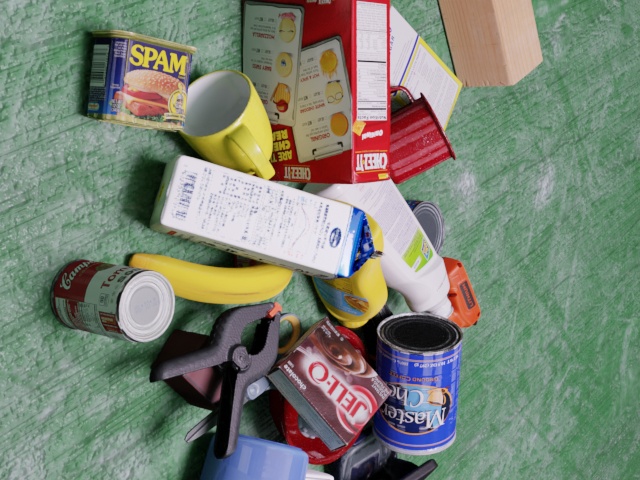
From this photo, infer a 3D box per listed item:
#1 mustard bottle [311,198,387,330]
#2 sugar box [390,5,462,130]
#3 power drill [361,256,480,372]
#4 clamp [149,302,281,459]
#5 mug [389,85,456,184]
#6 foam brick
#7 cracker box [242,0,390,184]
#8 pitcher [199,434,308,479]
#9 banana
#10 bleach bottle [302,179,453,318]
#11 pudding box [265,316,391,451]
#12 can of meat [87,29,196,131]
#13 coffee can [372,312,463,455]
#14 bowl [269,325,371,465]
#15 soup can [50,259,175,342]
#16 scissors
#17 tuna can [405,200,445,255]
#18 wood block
[{"bbox_3d":[0.032,0.041,1.239,0.058,0.096,0.191,-49,149,-30],"label":"mustard bottle"},{"bbox_3d":[0.106,-0.207,1.343,0.176,0.048,0.093,37,68,-41],"label":"sugar box"},{"bbox_3d":[0.128,0.105,1.398,0.187,0.057,0.184,-45,126,-34],"label":"power drill"},{"bbox_3d":[-0.098,0.118,1.070,0.120,0.039,0.171,50,48,-30],"label":"clamp"},{"bbox_3d":[0.102,-0.130,1.293,0.081,0.093,0.117,-27,107,5],"label":"mug"},{"bbox_3d":[-0.126,0.136,1.112,0.078,0.053,0.051,52,57,-40],"label":"foam brick"},{"bbox_3d":[-0.005,-0.170,1.130,0.071,0.164,0.214,-8,100,-46],"label":"cracker box"},{"bbox_3d":[-0.078,0.334,1.129,0.149,0.145,0.243,32,68,-56],"label":"pitcher"},{"bbox_3d":[-0.100,0.037,1.102,0.197,0.070,0.037,-4,131,-38],"label":"banana"},{"bbox_3d":[0.083,0.006,1.288,0.250,0.068,0.102,54,51,-24],"label":"bleach bottle"},{"bbox_3d":[0.009,0.153,1.137,0.113,0.039,0.089,48,50,-2],"label":"pudding box"},{"bbox_3d":[-0.173,-0.151,1.023,0.101,0.058,0.084,4,94,-48],"label":"can of meat"},{"bbox_3d":[0.116,0.171,1.284,0.102,0.103,0.140,-25,124,-45],"label":"coffee can"},{"bbox_3d":[-0.009,0.177,1.247,0.161,0.055,0.162,-7,100,-48],"label":"bowl"},{"bbox_3d":[-0.193,0.055,0.989,0.068,0.102,0.068,-7,100,-48],"label":"soup can"},{"bbox_3d":[-0.073,0.136,1.121,0.201,0.016,0.096,-14,96,-46],"label":"scissors"},{"bbox_3d":[0.125,-0.010,1.396,0.085,0.034,0.086,-7,100,-48],"label":"tuna can"},{"bbox_3d":[0.220,-0.318,1.425,0.090,0.091,0.206,-39,122,-39],"label":"wood block"}]
